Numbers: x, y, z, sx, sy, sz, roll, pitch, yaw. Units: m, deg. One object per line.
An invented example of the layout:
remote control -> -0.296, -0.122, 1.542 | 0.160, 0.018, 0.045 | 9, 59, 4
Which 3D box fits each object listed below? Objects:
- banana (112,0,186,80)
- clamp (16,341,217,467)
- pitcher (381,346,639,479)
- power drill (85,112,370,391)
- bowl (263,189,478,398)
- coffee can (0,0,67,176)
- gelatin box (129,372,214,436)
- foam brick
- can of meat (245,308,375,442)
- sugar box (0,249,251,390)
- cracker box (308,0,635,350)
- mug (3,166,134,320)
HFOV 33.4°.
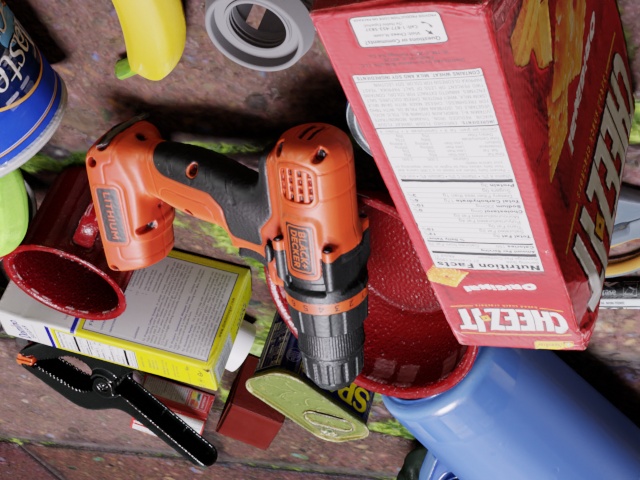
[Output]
banana -> -0.114, -0.149, 0.575 | 0.070, 0.037, 0.198 | 6, 145, 16
clamp -> -0.189, 0.135, 1.002 | 0.210, 0.036, 0.164 | 6, 123, 24
pitcher -> 0.149, 0.155, 0.800 | 0.242, 0.149, 0.145 | 42, 152, -27
power drill -> -0.054, 0.001, 0.683 | 0.188, 0.057, 0.184 | 13, 125, 27
bowl -> 0.042, 0.025, 0.707 | 0.162, 0.055, 0.162 | 21, 132, 25
coffee can -> -0.228, -0.114, 0.624 | 0.103, 0.102, 0.140 | 1, 143, 26
gelatin box -> -0.150, 0.172, 1.073 | 0.073, 0.030, 0.089 | 19, 147, -3
foam brick -> -0.058, 0.148, 0.970 | 0.051, 0.053, 0.078 | 21, 148, -4
can of meat -> 0.001, 0.096, 0.835 | 0.102, 0.084, 0.058 | 38, 143, -27
sugar box -> -0.151, 0.048, 0.833 | 0.176, 0.093, 0.048 | 13, 149, 10
cracker box -> 0.084, -0.077, 0.465 | 0.072, 0.164, 0.213 | 2, 144, 27
mug -> -0.168, -0.005, 0.772 | 0.093, 0.081, 0.117 | 23, 147, -7
